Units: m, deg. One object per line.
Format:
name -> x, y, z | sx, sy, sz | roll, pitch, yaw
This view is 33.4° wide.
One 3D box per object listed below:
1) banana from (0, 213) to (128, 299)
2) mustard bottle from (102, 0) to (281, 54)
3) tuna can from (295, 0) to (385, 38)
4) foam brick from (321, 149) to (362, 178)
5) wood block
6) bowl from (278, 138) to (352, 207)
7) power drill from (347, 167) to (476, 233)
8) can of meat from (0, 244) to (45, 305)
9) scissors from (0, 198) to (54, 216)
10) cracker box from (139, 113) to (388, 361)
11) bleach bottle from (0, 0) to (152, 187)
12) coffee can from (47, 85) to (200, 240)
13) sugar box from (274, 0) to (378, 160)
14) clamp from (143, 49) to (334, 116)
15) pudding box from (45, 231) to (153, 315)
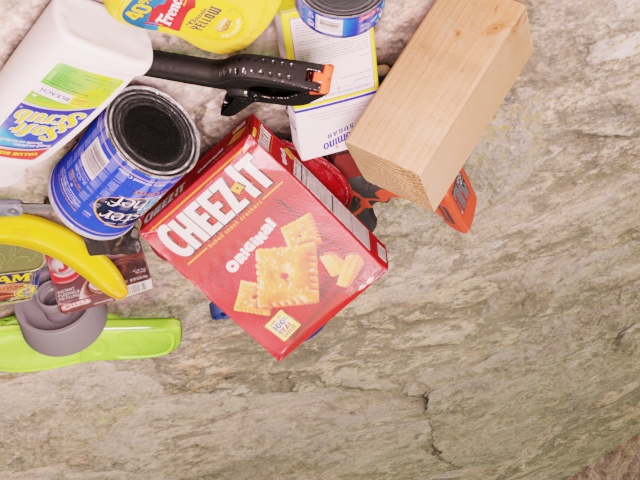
banana -> -0.305, 0.010, 1.189 | 0.197, 0.069, 0.037 | 18, 158, -21
mustard bottle -> -0.131, -0.220, 0.925 | 0.191, 0.058, 0.096 | 9, 147, -43
tuna can -> 0.019, -0.229, 0.981 | 0.086, 0.086, 0.034 | -16, 154, -9
foam brick -> 0.025, -0.115, 1.199 | 0.051, 0.078, 0.053 | -11, 149, -16
wood block -> 0.123, -0.147, 1.080 | 0.206, 0.090, 0.090 | -58, 154, -11
bowl -> -0.048, -0.051, 1.199 | 0.162, 0.055, 0.162 | 17, 155, 8
power drill -> 0.088, -0.051, 1.284 | 0.188, 0.057, 0.184 | 4, 155, 26
can of meat -> -0.372, 0.034, 1.225 | 0.102, 0.057, 0.084 | -7, 153, -23
scissors -> -0.333, -0.044, 1.105 | 0.202, 0.016, 0.096 | -9, 145, 8
cracker box -> -0.057, 0.001, 1.127 | 0.164, 0.072, 0.213 | -40, 110, 16
bleach bottle -> -0.266, -0.121, 1.009 | 0.102, 0.068, 0.251 | 14, 139, -38
coffee can -> -0.199, -0.075, 1.071 | 0.102, 0.103, 0.141 | 3, 153, -38
sugar box -> 0.009, -0.170, 1.070 | 0.093, 0.048, 0.176 | -15, 135, -9
clamp -> -0.069, -0.149, 1.022 | 0.210, 0.036, 0.164 | 6, 173, 32
pudding box -> -0.261, 0.029, 1.253 | 0.113, 0.090, 0.039 | -15, 155, -13
